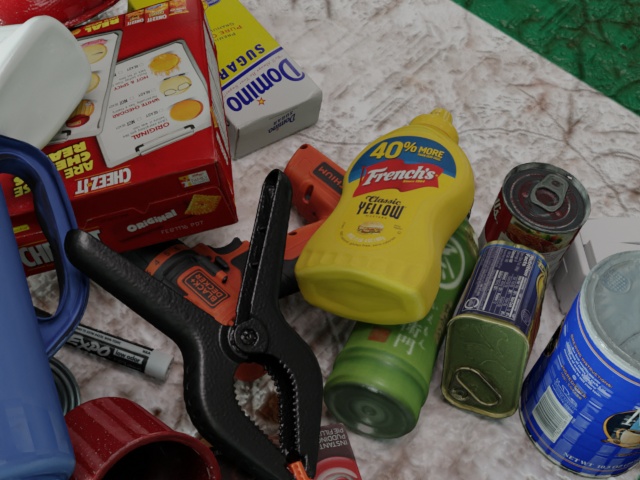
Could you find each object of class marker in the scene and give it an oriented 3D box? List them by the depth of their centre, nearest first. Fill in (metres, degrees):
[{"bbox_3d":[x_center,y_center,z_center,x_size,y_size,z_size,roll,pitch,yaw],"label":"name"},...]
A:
[{"bbox_3d":[-0.164,0.071,0.762,0.121,0.020,0.020,19,52,4],"label":"marker"}]

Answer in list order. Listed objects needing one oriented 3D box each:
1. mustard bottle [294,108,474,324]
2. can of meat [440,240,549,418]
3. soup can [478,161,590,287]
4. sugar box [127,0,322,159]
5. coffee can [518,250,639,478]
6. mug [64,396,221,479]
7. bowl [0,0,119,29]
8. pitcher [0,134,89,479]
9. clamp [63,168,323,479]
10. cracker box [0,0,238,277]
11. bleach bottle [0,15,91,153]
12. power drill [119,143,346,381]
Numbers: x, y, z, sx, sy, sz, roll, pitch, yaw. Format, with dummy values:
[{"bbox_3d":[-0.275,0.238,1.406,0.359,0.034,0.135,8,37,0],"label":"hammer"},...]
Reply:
[{"bbox_3d":[0.059,-0.029,0.774,0.096,0.058,0.191,7,48,26],"label":"mustard bottle"},{"bbox_3d":[0.127,0.063,0.770,0.057,0.102,0.083,14,46,16],"label":"can of meat"},{"bbox_3d":[0.159,-0.002,0.826,0.068,0.102,0.068,5,52,-7],"label":"soup can"},{"bbox_3d":[-0.086,-0.158,0.935,0.093,0.048,0.176,-28,62,-28],"label":"sugar box"},{"bbox_3d":[0.208,0.089,0.742,0.102,0.140,0.103,5,52,-7],"label":"coffee can"},{"bbox_3d":[-0.124,0.158,0.657,0.093,0.117,0.082,12,6,-38],"label":"mug"},{"bbox_3d":[-0.246,-0.213,0.893,0.162,0.055,0.162,-13,28,7],"label":"bowl"},{"bbox_3d":[-0.220,0.040,0.623,0.149,0.145,0.243,-26,72,5],"label":"pitcher"},{"bbox_3d":[-0.048,0.057,0.685,0.164,0.036,0.210,-28,88,-32],"label":"clamp"},{"bbox_3d":[-0.154,-0.084,0.804,0.164,0.072,0.214,-15,45,3],"label":"cracker box"},{"bbox_3d":[-0.292,-0.113,0.792,0.251,0.068,0.102,7,55,35],"label":"bleach bottle"},{"bbox_3d":[-0.055,0.001,0.814,0.185,0.057,0.187,40,58,23],"label":"power drill"}]
